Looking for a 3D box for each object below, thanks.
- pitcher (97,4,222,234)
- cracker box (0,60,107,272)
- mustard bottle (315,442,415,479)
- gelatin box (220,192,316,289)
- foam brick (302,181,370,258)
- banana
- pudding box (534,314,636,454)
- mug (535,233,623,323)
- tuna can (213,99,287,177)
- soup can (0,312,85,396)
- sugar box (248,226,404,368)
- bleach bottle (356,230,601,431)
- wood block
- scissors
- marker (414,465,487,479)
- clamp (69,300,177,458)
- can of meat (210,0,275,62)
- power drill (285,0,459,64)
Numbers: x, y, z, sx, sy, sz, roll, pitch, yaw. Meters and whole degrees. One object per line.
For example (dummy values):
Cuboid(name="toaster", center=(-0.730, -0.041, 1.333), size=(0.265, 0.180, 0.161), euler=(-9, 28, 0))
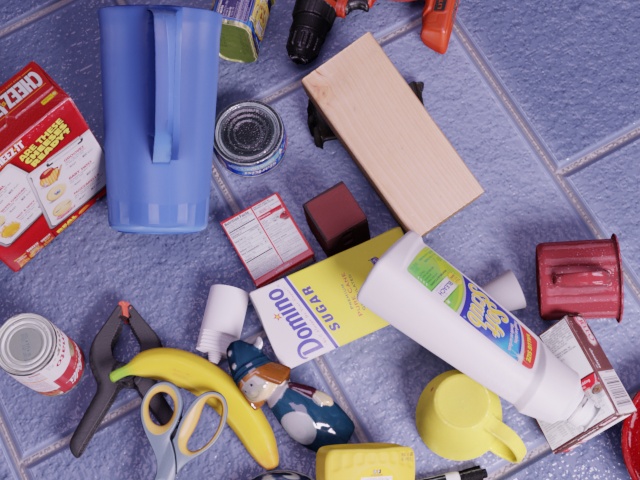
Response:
Cuboid(name="pitcher", center=(-0.172, -0.129, 1.142), size=(0.145, 0.149, 0.243), euler=(3, 95, 32))
Cuboid(name="cracker box", center=(-0.315, -0.073, 1.131), size=(0.164, 0.213, 0.072), euler=(-43, 73, -10))
Cuboid(name="mustard bottle", center=(0.044, 0.296, 1.037), size=(0.096, 0.058, 0.191), euler=(2, 85, -23))
Cuboid(name="gelatin box", center=(-0.058, 0.001, 1.181), size=(0.073, 0.030, 0.089), euler=(-30, 71, -4))
Cuboid(name="foam brick", center=(0.018, -0.019, 1.156), size=(0.053, 0.078, 0.051), euler=(-31, 71, -4))
Cuboid(name="banana", center=(-0.119, 0.164, 1.113), size=(0.198, 0.037, 0.069), euler=(29, 74, 0))
Cuboid(name="pudding box", center=(0.248, 0.144, 1.071), size=(0.090, 0.039, 0.113), euler=(-43, 59, 36))
Cuboid(name="mug", center=(0.265, 0.041, 1.096), size=(0.081, 0.117, 0.093), euler=(-3, 89, 9))
Cuboid(name="tuna can", center=(-0.082, -0.118, 1.222), size=(0.086, 0.034, 0.086), euler=(-2, 70, 4))
Cuboid(name="soup can", center=(-0.294, 0.120, 1.120), size=(0.068, 0.102, 0.068), euler=(-2, 70, 4))
Cuboid(name="sugar box", center=(0.022, 0.062, 1.134), size=(0.176, 0.048, 0.093), euler=(-24, 87, -6))
Cuboid(name="bleach bottle", center=(0.161, 0.095, 1.041), size=(0.251, 0.102, 0.068), euler=(35, 122, 11))
Cuboid(name="wood block", center=(0.076, -0.106, 1.145), size=(0.091, 0.090, 0.206), euler=(-36, 85, 1))
Cuboid(name="scissors", center=(-0.171, 0.228, 1.069), size=(0.096, 0.016, 0.201), euler=(35, 79, 2))
Cuboid(name="marker", center=(0.110, 0.249, 1.083), size=(0.121, 0.020, 0.020), euler=(-13, 70, 0))
Cuboid(name="clamp", center=(-0.196, 0.151, 1.136), size=(0.120, 0.039, 0.171), euler=(8, 69, -11))
Cuboid(name="can of meat", center=(-0.093, -0.265, 1.241), size=(0.057, 0.102, 0.084), euler=(11, 74, 7))
Cuboid(name="power drill", center=(0.064, -0.275, 1.253), size=(0.188, 0.057, 0.184), euler=(13, 72, 9))
